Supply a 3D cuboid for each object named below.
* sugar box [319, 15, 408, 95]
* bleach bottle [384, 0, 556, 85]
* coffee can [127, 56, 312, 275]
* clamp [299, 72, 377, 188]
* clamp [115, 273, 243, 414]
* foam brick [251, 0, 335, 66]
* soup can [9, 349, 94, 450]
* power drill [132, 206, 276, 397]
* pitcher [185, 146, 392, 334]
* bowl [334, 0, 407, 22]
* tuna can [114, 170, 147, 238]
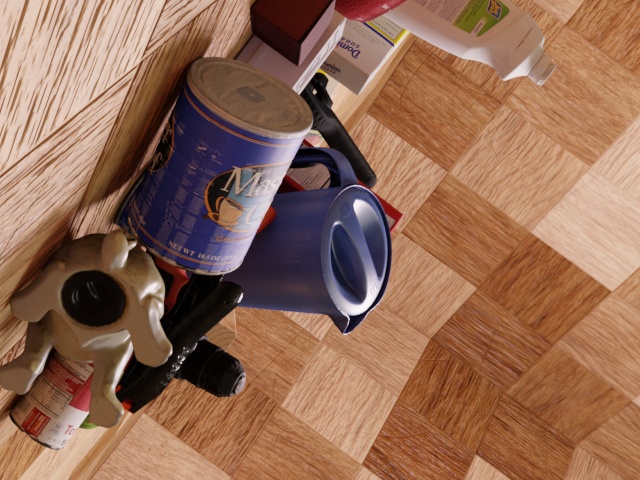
[{"bbox_3d":[0.055,-0.258,1.263,0.176,0.093,0.048,-52,178,-32],"label":"sugar box"},{"bbox_3d":[0.147,-0.250,1.182,0.102,0.251,0.068,-54,179,-6],"label":"bleach bottle"},{"bbox_3d":[-0.081,-0.058,0.843,0.140,0.103,0.102,-61,176,29],"label":"coffee can"},{"bbox_3d":[-0.002,-0.142,1.168,0.036,0.164,0.209,-31,162,12],"label":"clamp"},{"bbox_3d":[-0.123,0.083,0.928,0.171,0.039,0.120,-57,-167,1],"label":"clamp"},{"bbox_3d":[-0.023,-0.192,0.910,0.053,0.051,0.078,-55,180,-6],"label":"foam brick"},{"bbox_3d":[-0.263,0.155,1.097,0.102,0.068,0.068,-53,179,0],"label":"soup can"},{"bbox_3d":[-0.118,0.035,1.016,0.187,0.184,0.057,-61,165,-6],"label":"power drill"},{"bbox_3d":[-0.057,0.001,1.115,0.243,0.145,0.149,-1,-129,34],"label":"pitcher"},{"bbox_3d":[0.066,-0.256,1.020,0.162,0.055,0.162,-30,-166,8],"label":"bowl"},{"bbox_3d":[-0.144,-0.039,0.955,0.086,0.034,0.086,-54,179,-1],"label":"tuna can"}]
